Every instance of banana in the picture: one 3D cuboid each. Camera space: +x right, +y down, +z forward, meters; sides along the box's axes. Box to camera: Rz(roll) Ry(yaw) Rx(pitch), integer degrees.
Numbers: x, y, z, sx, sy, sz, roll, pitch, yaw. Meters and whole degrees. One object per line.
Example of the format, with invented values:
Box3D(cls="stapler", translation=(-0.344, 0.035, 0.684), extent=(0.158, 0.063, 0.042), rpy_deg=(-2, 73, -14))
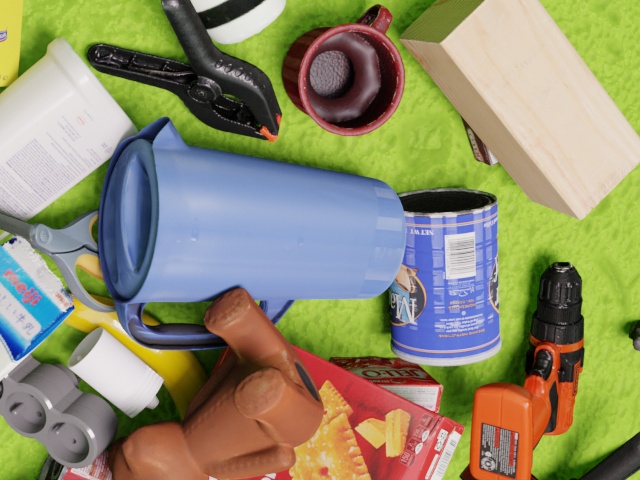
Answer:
Box3D(cls="banana", translation=(-0.154, 0.106, 0.946), extent=(0.069, 0.037, 0.197), rpy_deg=(-40, 111, -5))

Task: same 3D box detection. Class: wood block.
Box3D(cls="wood block", translation=(0.176, -0.126, 0.919), extent=(0.090, 0.091, 0.206), rpy_deg=(-44, 112, -3))

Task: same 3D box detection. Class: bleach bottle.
Box3D(cls="bleach bottle", translation=(-0.271, -0.045, 0.849), extent=(0.251, 0.068, 0.102), rpy_deg=(-39, 142, -4))

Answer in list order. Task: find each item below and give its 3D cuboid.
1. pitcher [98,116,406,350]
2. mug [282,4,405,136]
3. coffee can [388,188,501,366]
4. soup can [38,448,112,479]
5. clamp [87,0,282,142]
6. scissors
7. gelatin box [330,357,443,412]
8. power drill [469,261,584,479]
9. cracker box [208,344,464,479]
Box3D(cls="pitcher", translation=(-0.056, 0.001, 0.890), extent=(0.242, 0.149, 0.145), rpy_deg=(5, 57, -30))
Box3D(cls="mug", translation=(0.021, -0.151, 0.913), extent=(0.093, 0.082, 0.117), rpy_deg=(29, 94, -21))
Box3D(cls="coffee can", translation=(0.112, 0.031, 0.974), extent=(0.102, 0.103, 0.140), rpy_deg=(-8, 105, -15))
Box3D(cls="soup can", translation=(-0.192, 0.221, 0.946), extent=(0.102, 0.069, 0.068), rpy_deg=(28, 94, -21))
Box3D(cls="clamp", translation=(-0.094, -0.140, 0.875), extent=(0.171, 0.120, 0.039), rpy_deg=(25, 60, -24))
Box3D(cls="scissors", translation=(-0.215, -0.015, 0.858), extent=(0.201, 0.016, 0.096), rpy_deg=(49, 44, -41))
Box3D(cls="gelatin box", translation=(0.060, 0.134, 0.999), extent=(0.089, 0.073, 0.030), rpy_deg=(3, 102, -18))
Box3D(cls="power drill", translation=(0.200, 0.130, 0.994), extent=(0.187, 0.057, 0.184), rpy_deg=(-34, 128, -53))
Box3D(cls="cracker box", translation=(-0.010, 0.184, 0.907), extent=(0.164, 0.214, 0.072), rpy_deg=(-64, 153, -7))
